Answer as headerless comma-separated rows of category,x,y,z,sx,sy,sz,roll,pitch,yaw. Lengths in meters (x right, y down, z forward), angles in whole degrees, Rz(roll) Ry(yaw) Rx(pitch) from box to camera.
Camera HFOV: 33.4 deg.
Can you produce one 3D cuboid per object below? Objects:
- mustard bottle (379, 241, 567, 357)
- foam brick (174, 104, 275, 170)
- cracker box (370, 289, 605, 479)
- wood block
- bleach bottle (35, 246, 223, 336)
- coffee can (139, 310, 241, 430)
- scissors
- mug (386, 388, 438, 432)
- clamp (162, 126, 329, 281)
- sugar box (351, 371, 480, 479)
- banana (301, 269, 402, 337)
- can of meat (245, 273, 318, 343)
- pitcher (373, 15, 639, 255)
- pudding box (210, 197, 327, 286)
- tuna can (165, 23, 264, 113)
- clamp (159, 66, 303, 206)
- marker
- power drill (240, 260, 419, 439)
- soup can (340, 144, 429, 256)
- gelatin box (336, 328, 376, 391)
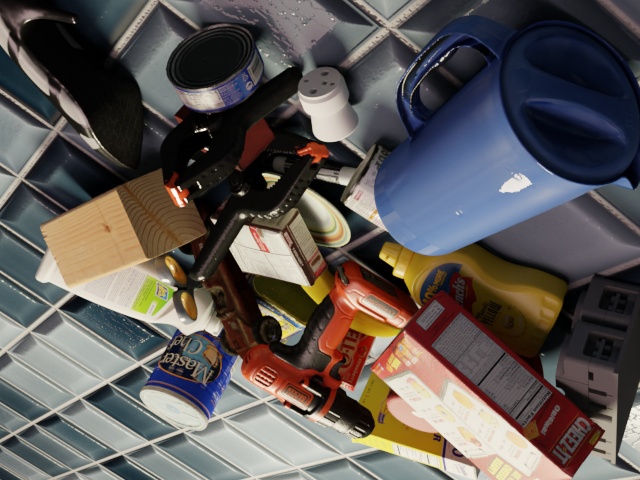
mustard bottle,0.152,0.047,1.112,0.192,0.058,0.096,24,135,8
foam brick,-0.095,-0.113,1.050,0.078,0.053,0.051,30,161,42
cracker box,0.165,0.161,1.099,0.214,0.072,0.164,41,158,7
wood block,-0.240,-0.014,1.274,0.207,0.090,0.091,-17,99,50
bleach bottle,-0.245,0.063,1.426,0.251,0.068,0.103,28,113,-4
coffee can,-0.175,0.179,1.492,0.103,0.140,0.103,20,149,12
scissors,-0.156,0.069,1.311,0.016,0.096,0.201,-23,161,6
mug,0.135,0.190,1.322,0.093,0.081,0.117,9,145,29
clamp,-0.078,-0.050,1.099,0.210,0.164,0.036,-12,174,38
sugar box,0.133,0.239,1.388,0.176,0.093,0.048,11,146,24
banana,0.024,0.061,1.265,0.197,0.037,0.070,36,130,-17
can of meat,-0.058,0.078,1.331,0.102,0.057,0.084,36,147,-14
pitcher,0.134,-0.077,0.882,0.144,0.149,0.243,-4,165,-26
pudding box,-0.058,0.001,1.185,0.114,0.039,0.090,13,143,41
tuna can,-0.095,-0.157,0.974,0.086,0.086,0.033,9,147,28
clamp,-0.104,-0.108,0.987,0.120,0.171,0.039,15,147,37
marker,-0.018,-0.075,1.103,0.121,0.020,0.020,12,146,25
power drill,0.029,0.130,1.229,0.184,0.188,0.057,32,-165,-22
soup can,0.079,-0.040,1.032,0.102,0.068,0.069,31,150,-5
gelatin box,0.024,0.130,1.311,0.073,0.089,0.030,22,159,8
